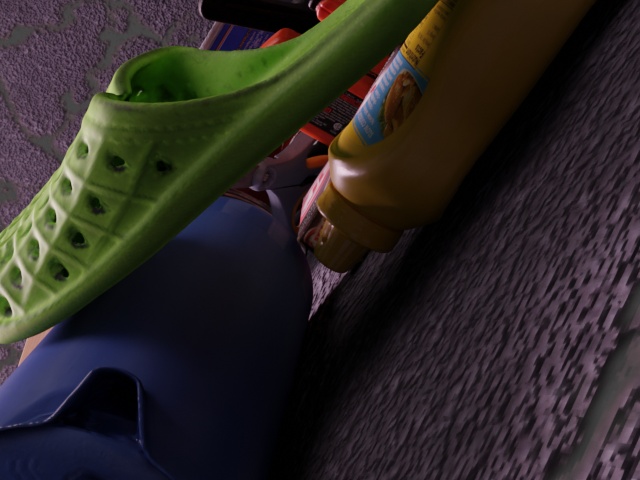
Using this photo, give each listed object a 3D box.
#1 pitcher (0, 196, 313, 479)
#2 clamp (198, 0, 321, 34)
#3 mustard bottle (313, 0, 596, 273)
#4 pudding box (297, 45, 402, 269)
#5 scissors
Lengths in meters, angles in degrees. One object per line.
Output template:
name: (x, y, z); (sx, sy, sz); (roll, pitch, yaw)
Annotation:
pitcher: (-0.079, 0.083, 0.514); (0.149, 0.145, 0.242); (-26, 19, 22)
clamp: (0.014, -0.172, 0.897); (0.209, 0.165, 0.036); (-29, -32, -59)
mustard bottle: (0.055, -0.066, 0.461); (0.192, 0.058, 0.096); (-56, 16, 16)
pudding box: (0.030, -0.048, 0.594); (0.113, 0.039, 0.090); (-56, 9, 15)
scissors: (-0.037, -0.026, 0.668); (0.201, 0.016, 0.096); (-30, -41, -49)
